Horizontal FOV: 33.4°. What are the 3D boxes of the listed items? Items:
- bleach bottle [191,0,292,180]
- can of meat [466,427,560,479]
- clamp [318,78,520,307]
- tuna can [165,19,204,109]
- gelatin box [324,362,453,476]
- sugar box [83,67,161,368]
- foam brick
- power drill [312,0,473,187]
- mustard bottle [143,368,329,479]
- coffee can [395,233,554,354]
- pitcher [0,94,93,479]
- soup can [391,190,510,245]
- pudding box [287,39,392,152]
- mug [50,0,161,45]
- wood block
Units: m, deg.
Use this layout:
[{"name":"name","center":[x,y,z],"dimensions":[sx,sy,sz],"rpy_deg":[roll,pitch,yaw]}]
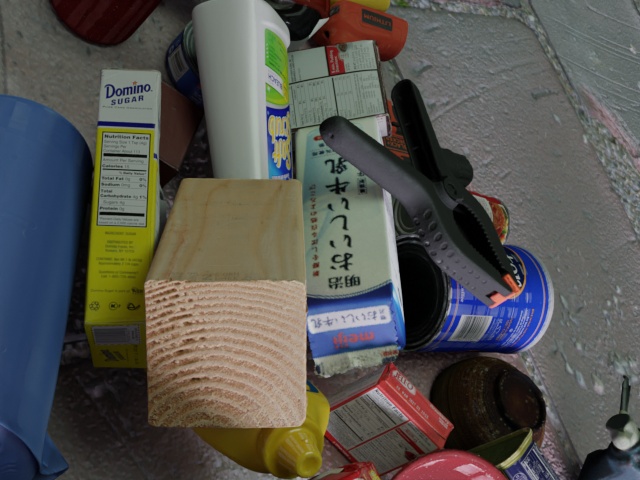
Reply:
[{"name":"bleach bottle","center":[-0.053,-0.061,0.848],"dimensions":[0.102,0.068,0.251],"rpy_deg":[36,46,-71]},{"name":"can of meat","center":[0.151,0.212,0.871],"dimensions":[0.084,0.102,0.057],"rpy_deg":[55,40,-2]},{"name":"clamp","center":[0.096,-0.041,0.883],"dimensions":[0.210,0.036,0.164],"rpy_deg":[51,34,-6]},{"name":"tuna can","center":[-0.093,-0.153,0.941],"dimensions":[0.086,0.034,0.086],"rpy_deg":[23,50,-30]},{"name":"gelatin box","center":[0.047,0.141,0.830],"dimensions":[0.073,0.089,0.030],"rpy_deg":[46,43,-9]},{"name":"sugar box","center":[-0.128,-0.014,0.697],"dimensions":[0.048,0.093,0.176],"rpy_deg":[0,66,-9]},{"name":"foam brick","center":[-0.134,-0.080,0.840],"dimensions":[0.051,0.053,0.078],"rpy_deg":[35,45,-20]},{"name":"power drill","center":[0.067,-0.139,1.061],"dimensions":[0.184,0.057,0.187],"rpy_deg":[10,57,-38]},{"name":"mustard bottle","center":[-0.048,0.104,0.705],"dimensions":[0.096,0.058,0.192],"rpy_deg":[11,12,-30]},{"name":"coffee can","center":[0.125,0.050,0.953],"dimensions":[0.140,0.103,0.103],"rpy_deg":[5,60,-40]},{"name":"pitcher","center":[-0.220,0.024,0.640],"dimensions":[0.149,0.145,0.242],"rpy_deg":[73,15,-48]},{"name":"soup can","center":[0.123,-0.020,1.026],"dimensions":[0.102,0.069,0.068],"rpy_deg":[14,55,-36]},{"name":"pudding box","center":[0.003,-0.130,0.966],"dimensions":[0.039,0.113,0.090],"rpy_deg":[72,9,-62]},{"name":"mug","center":[-0.171,-0.225,0.882],"dimensions":[0.093,0.082,0.117],"rpy_deg":[19,52,-33]},{"name":"wood block","center":[-0.054,0.031,0.680],"dimensions":[0.090,0.091,0.206],"rpy_deg":[0,18,-1]}]
